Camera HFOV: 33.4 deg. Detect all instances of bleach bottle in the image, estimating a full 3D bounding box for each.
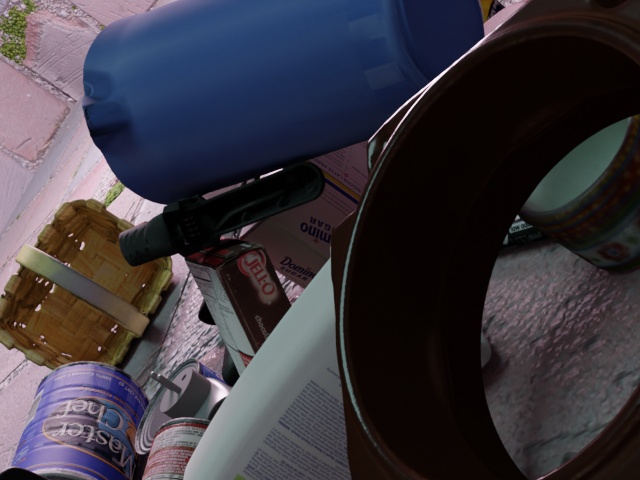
[{"bbox_3d":[-0.026,0.118,0.575,0.251,0.102,0.068,-50,16,13],"label":"bleach bottle"}]

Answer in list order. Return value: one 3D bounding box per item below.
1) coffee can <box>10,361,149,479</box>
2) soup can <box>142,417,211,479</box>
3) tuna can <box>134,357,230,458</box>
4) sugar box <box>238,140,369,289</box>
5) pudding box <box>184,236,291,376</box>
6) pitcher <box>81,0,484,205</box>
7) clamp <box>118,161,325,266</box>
[{"bbox_3d":[-0.201,0.183,0.881,0.103,0.102,0.140,-46,21,23],"label":"coffee can"},{"bbox_3d":[-0.087,0.174,0.681,0.069,0.068,0.102,-39,25,38],"label":"soup can"},{"bbox_3d":[-0.108,0.138,0.841,0.086,0.033,0.086,-46,21,24],"label":"tuna can"},{"bbox_3d":[0.005,-0.043,0.782,0.048,0.093,0.176,-37,26,43],"label":"sugar box"},{"bbox_3d":[-0.043,0.055,0.706,0.039,0.113,0.090,-26,12,-16],"label":"pudding box"},{"bbox_3d":[-0.019,-0.111,0.676,0.243,0.144,0.149,-11,50,38],"label":"pitcher"},{"bbox_3d":[-0.087,-0.008,0.676,0.120,0.039,0.172,-16,-3,-39],"label":"clamp"}]
